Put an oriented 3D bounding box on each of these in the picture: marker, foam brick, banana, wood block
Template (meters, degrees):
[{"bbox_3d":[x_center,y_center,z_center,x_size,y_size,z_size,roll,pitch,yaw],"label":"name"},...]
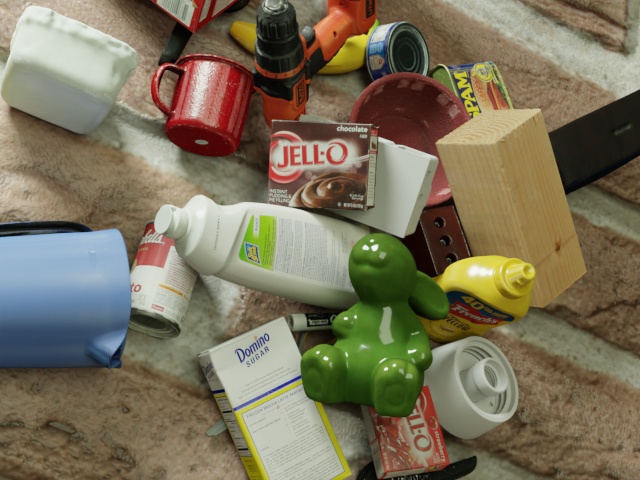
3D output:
[{"bbox_3d":[0.023,0.086,1.151,0.120,0.020,0.020,-1,72,-25],"label":"marker"},{"bbox_3d":[0.132,0.008,1.229,0.052,0.051,0.078,-12,78,-27],"label":"foam brick"},{"bbox_3d":[-0.010,-0.227,1.259,0.197,0.037,0.070,-5,56,-28],"label":"banana"},{"bbox_3d":[0.219,-0.037,1.217,0.090,0.090,0.206,-33,114,-31],"label":"wood block"}]

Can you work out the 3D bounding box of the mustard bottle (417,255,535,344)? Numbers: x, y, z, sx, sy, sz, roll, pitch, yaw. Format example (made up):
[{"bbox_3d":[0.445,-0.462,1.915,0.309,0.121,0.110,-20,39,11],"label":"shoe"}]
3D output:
[{"bbox_3d":[0.170,0.060,1.146,0.096,0.192,0.058,27,63,-14],"label":"mustard bottle"}]

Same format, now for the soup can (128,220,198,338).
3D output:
[{"bbox_3d":[-0.158,0.039,1.075,0.068,0.069,0.102,23,65,-16],"label":"soup can"}]

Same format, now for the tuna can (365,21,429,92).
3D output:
[{"bbox_3d":[0.094,-0.219,1.282,0.085,0.034,0.086,3,85,-47],"label":"tuna can"}]

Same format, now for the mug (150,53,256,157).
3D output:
[{"bbox_3d":[-0.129,-0.146,1.140,0.117,0.093,0.081,25,67,-34],"label":"mug"}]

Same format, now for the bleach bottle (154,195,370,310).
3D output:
[{"bbox_3d":[-0.057,0.001,1.092,0.250,0.068,0.102,18,65,-39],"label":"bleach bottle"}]

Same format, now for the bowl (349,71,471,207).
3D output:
[{"bbox_3d":[0.100,-0.111,1.248,0.162,0.055,0.162,4,76,-18],"label":"bowl"}]

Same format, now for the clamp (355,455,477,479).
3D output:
[{"bbox_3d":[0.081,0.242,1.131,0.120,0.039,0.171,48,54,7],"label":"clamp"}]

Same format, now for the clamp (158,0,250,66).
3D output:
[{"bbox_3d":[-0.140,-0.283,1.213,0.209,0.036,0.164,-20,74,-30],"label":"clamp"}]

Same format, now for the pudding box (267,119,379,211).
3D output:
[{"bbox_3d":[0.002,-0.079,1.117,0.114,0.039,0.090,4,95,17],"label":"pudding box"}]

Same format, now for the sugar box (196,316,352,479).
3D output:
[{"bbox_3d":[-0.047,0.176,1.076,0.093,0.048,0.176,-22,87,-28],"label":"sugar box"}]

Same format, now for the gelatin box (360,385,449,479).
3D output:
[{"bbox_3d":[0.087,0.199,1.116,0.073,0.030,0.089,-4,63,-18],"label":"gelatin box"}]

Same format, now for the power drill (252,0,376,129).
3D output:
[{"bbox_3d":[-0.008,-0.230,1.146,0.057,0.184,0.187,28,61,17],"label":"power drill"}]

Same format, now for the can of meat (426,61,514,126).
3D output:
[{"bbox_3d":[0.184,-0.168,1.313,0.083,0.058,0.102,-11,78,-30],"label":"can of meat"}]

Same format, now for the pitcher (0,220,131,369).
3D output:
[{"bbox_3d":[-0.302,0.050,0.981,0.242,0.149,0.145,0,88,-21],"label":"pitcher"}]
